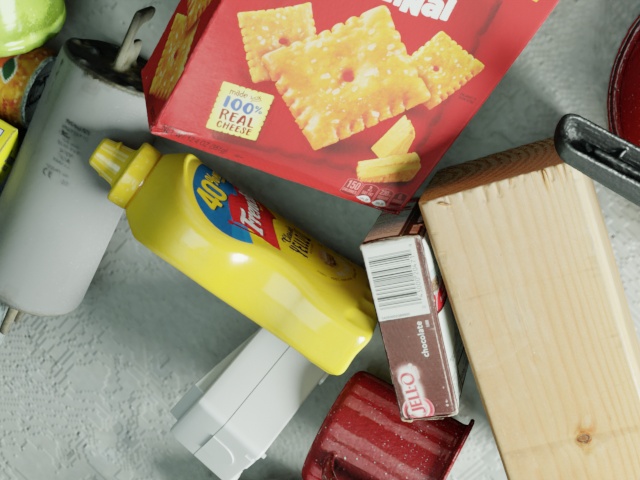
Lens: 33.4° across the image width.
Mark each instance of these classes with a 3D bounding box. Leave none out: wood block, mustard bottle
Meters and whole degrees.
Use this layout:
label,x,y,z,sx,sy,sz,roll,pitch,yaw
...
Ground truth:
label,x,y,z,sx,sy,sz,roll,pitch,yaw
wood block,0.135,0.052,0.626,0.091,0.090,0.206,-15,102,17
mustard bottle,-0.054,0.000,0.641,0.191,0.096,0.058,34,110,-9

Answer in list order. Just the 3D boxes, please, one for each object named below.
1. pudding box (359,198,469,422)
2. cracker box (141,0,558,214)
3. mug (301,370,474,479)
label,x,y,z,sx,sy,sz,roll,pitch,yaw
pudding box,0.060,0.039,0.641,0.039,0.090,0.113,-8,105,15
cracker box,0.026,-0.127,0.558,0.164,0.072,0.214,18,124,-28
mug,0.037,0.139,0.667,0.081,0.117,0.093,28,116,11
